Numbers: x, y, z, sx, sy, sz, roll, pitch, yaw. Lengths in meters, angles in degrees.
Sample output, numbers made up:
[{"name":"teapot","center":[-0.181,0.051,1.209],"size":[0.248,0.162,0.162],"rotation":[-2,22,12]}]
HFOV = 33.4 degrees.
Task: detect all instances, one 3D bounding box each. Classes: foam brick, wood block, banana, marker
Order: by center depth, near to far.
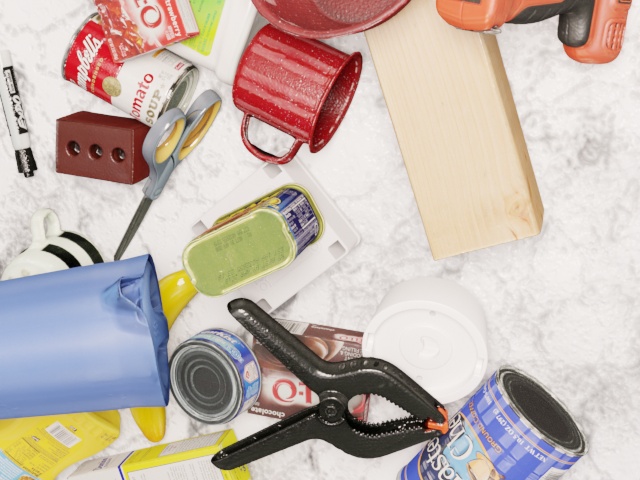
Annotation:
[{"name":"wood block","center":[0.111,-0.101,0.870],"size":[0.091,0.090,0.206],"rotation":[-15,101,18]},{"name":"foam brick","center":[-0.195,-0.085,0.975],"size":[0.078,0.051,0.053],"rotation":[9,107,12]},{"name":"marker","center":[-0.289,-0.119,1.008],"size":[0.020,0.020,0.121],"rotation":[-7,103,16]},{"name":"banana","center":[-0.154,0.103,1.023],"size":[0.069,0.037,0.198],"rotation":[26,110,7]}]

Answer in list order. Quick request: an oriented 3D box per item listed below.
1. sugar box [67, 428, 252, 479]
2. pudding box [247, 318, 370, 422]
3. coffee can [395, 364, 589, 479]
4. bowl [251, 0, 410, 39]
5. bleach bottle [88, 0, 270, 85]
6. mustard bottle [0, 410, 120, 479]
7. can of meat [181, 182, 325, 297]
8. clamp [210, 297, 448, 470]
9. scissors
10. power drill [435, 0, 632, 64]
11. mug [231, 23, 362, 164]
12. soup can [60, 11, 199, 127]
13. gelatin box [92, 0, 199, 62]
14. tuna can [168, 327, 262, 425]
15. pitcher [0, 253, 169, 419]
[{"name":"sugar box","center":[-0.155,0.251,1.061],"size":[0.176,0.048,0.093],"rotation":[-14,101,22]},{"name":"pudding box","center":[-0.008,0.124,0.989],"size":[0.113,0.039,0.090],"rotation":[9,108,13]},{"name":"coffee can","center":[0.148,0.194,0.933],"size":[0.103,0.102,0.140],"rotation":[40,110,1]},{"name":"bowl","center":[0.023,-0.216,0.807],"size":[0.162,0.055,0.162],"rotation":[-7,72,22]},{"name":"bleach bottle","center":[-0.164,-0.229,0.924],"size":[0.251,0.068,0.103],"rotation":[25,109,10]},{"name":"mustard bottle","center":[-0.298,0.209,1.061],"size":[0.192,0.058,0.096],"rotation":[-36,120,12]},{"name":"can of meat","center":[-0.056,0.001,0.883],"size":[0.102,0.083,0.057],"rotation":[-25,97,20]},{"name":"clamp","center":[0.004,0.149,0.930],"size":[0.210,0.036,0.165],"rotation":[15,111,1]},{"name":"scissors","center":[-0.155,-0.052,0.956],"size":[0.016,0.096,0.202],"rotation":[41,108,12]},{"name":"power drill","center":[0.172,-0.221,0.779],"size":[0.057,0.187,0.184],"rotation":[22,113,48]},{"name":"mug","center":[-0.026,-0.121,0.899],"size":[0.081,0.093,0.117],"rotation":[27,93,11]},{"name":"soup can","center":[-0.167,-0.148,0.943],"size":[0.102,0.068,0.069],"rotation":[29,110,5]},{"name":"gelatin box","center":[-0.149,-0.199,0.876],"size":[0.073,0.030,0.089],"rotation":[-15,99,23]},{"name":"tuna can","center":[-0.099,0.126,0.983],"size":[0.086,0.033,0.086],"rotation":[9,108,27]},{"name":"pitcher","center":[-0.252,0.097,0.924],"size":[0.242,0.145,0.149],"rotation":[-7,106,-3]}]
